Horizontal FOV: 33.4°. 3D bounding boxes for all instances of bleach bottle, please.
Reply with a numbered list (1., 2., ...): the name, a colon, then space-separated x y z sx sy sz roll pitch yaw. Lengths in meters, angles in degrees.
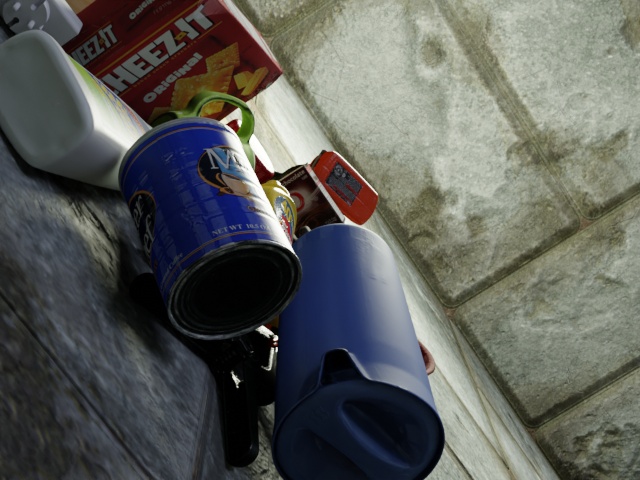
1. bleach bottle: -0.183 -0.091 0.883 0.102 0.068 0.250 59 6 9

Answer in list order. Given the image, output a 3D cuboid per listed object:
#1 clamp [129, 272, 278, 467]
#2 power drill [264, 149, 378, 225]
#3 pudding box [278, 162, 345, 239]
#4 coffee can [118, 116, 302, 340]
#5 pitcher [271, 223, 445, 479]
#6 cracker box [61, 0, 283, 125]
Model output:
1. clamp: -0.080 0.089 0.882 0.164 0.036 0.210 58 12 2
2. power drill: -0.011 -0.053 1.433 0.184 0.057 0.188 41 -27 -28
3. pudding box: -0.039 -0.029 1.319 0.090 0.113 0.039 55 11 -8
4. coffee can: -0.086 -0.011 0.806 0.102 0.103 0.140 47 12 -51
5. pitcher: 0.024 0.101 0.912 0.145 0.149 0.243 25 30 -19
6. cracker box: -0.148 -0.179 1.064 0.072 0.164 0.213 58 8 21
